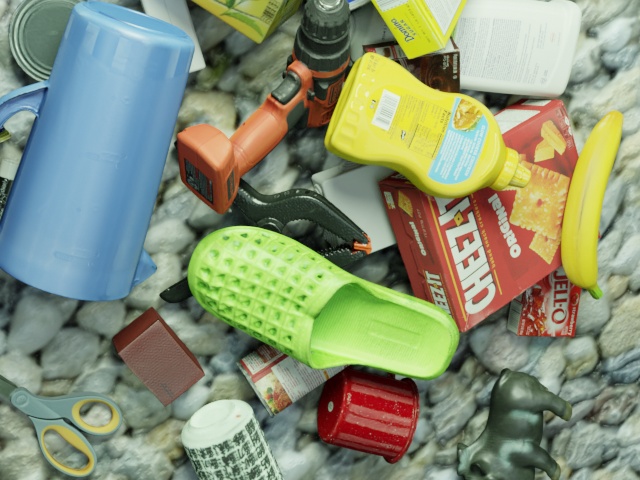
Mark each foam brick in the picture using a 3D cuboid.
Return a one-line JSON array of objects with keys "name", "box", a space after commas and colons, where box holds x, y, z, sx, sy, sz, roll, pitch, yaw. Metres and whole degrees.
[{"name": "foam brick", "box": [-0.161, 0.114, 1.055, 0.053, 0.051, 0.078, -38, 112, -5]}]

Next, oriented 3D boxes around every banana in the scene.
[{"name": "banana", "box": [0.276, -0.036, 1.093, 0.069, 0.037, 0.198, -3, 102, -58]}]

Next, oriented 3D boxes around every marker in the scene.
[{"name": "marker", "box": [-0.303, -0.016, 0.992, 0.020, 0.020, 0.121, 15, 99, -21]}]

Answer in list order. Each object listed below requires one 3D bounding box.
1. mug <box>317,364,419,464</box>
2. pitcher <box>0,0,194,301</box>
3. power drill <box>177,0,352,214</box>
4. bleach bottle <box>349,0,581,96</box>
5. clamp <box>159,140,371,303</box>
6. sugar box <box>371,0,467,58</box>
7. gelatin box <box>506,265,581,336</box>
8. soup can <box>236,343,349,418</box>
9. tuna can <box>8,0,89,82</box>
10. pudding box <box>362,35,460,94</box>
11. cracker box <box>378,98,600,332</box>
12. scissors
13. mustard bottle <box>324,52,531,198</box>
[{"name": "mug", "box": [0.049, 0.169, 1.125, 0.081, 0.093, 0.117, 16, 67, -17]}, {"name": "pitcher", "box": [-0.204, -0.081, 0.929, 0.145, 0.149, 0.243, 26, 107, 22]}, {"name": "power drill", "box": [-0.044, -0.121, 0.955, 0.057, 0.184, 0.187, 41, 68, 15]}, {"name": "bleach bottle", "box": [0.130, -0.205, 1.065, 0.250, 0.068, 0.102, 5, 104, -17]}, {"name": "clamp", "box": [-0.057, 0.001, 1.044, 0.210, 0.036, 0.165, 14, 103, -2]}, {"name": "sugar box", "box": [0.099, -0.255, 0.962, 0.093, 0.048, 0.176, 53, 43, -29]}, {"name": "gelatin box", "box": [0.252, 0.062, 1.189, 0.073, 0.030, 0.089, 2, 103, -19]}, {"name": "soup can", "box": [-0.026, 0.125, 1.093, 0.102, 0.069, 0.068, -33, 111, -8]}, {"name": "tuna can", "box": [-0.238, -0.184, 0.963, 0.086, 0.034, 0.086, -4, 105, -17]}, {"name": "pudding box", "box": [0.088, -0.140, 1.033, 0.090, 0.039, 0.113, -9, 130, -2]}, {"name": "cracker box", "box": [0.179, -0.030, 1.091, 0.213, 0.072, 0.164, -31, 112, -28]}, {"name": "scissors", "box": [-0.273, 0.147, 1.046, 0.096, 0.016, 0.201, -36, 112, -8]}, {"name": "mustard bottle", "box": [0.107, -0.092, 0.978, 0.191, 0.058, 0.096, 22, 82, -11]}]
